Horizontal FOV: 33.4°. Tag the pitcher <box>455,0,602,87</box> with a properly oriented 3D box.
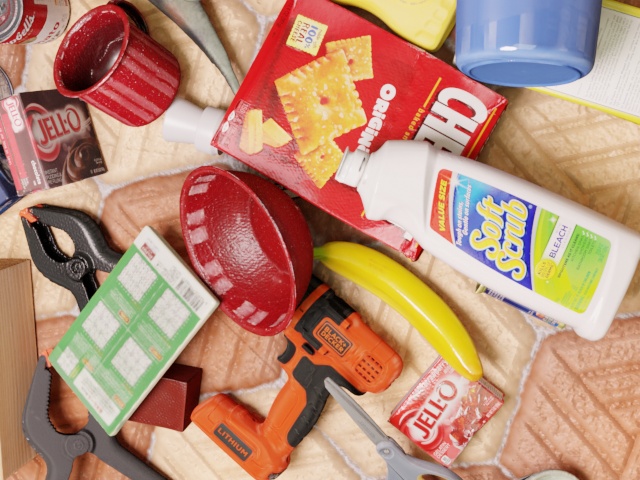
[{"bbox_3d":[0.178,-0.249,0.846,0.149,0.144,0.243,3,86,20],"label":"pitcher"}]

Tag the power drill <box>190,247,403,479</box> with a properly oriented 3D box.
[{"bbox_3d":[-0.041,0.122,1.022,0.184,0.057,0.188,42,107,11],"label":"power drill"}]

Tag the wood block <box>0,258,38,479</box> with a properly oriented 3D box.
[{"bbox_3d":[-0.346,0.126,1.075,0.090,0.090,0.206,1,100,13],"label":"wood block"}]

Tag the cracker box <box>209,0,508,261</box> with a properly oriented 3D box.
[{"bbox_3d":[0.033,-0.103,0.946,0.214,0.072,0.164,30,94,6],"label":"cracker box"}]

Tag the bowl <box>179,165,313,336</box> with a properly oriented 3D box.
[{"bbox_3d":[-0.056,0.001,0.943,0.162,0.055,0.162,33,136,37],"label":"bowl"}]

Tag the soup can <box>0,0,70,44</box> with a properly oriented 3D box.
[{"bbox_3d":[-0.285,-0.217,0.993,0.068,0.102,0.068,2,100,12],"label":"soup can"}]

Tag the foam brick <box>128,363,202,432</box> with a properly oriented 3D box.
[{"bbox_3d":[-0.162,0.151,1.058,0.078,0.051,0.053,10,101,10],"label":"foam brick"}]

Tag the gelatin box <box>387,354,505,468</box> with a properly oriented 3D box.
[{"bbox_3d":[0.118,0.159,1.007,0.073,0.030,0.089,39,105,4],"label":"gelatin box"}]

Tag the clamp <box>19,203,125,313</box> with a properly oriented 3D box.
[{"bbox_3d":[-0.223,0.021,1.055,0.120,0.039,0.171,-38,91,12],"label":"clamp"}]

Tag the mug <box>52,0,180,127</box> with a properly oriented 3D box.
[{"bbox_3d":[-0.183,-0.166,0.983,0.093,0.081,0.117,-15,62,31],"label":"mug"}]

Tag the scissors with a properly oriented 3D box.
[{"bbox_3d":[0.056,0.208,1.004,0.201,0.016,0.096,37,125,-13],"label":"scissors"}]

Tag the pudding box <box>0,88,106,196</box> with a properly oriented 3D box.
[{"bbox_3d":[-0.254,-0.095,1.003,0.039,0.113,0.090,-13,97,18],"label":"pudding box"}]

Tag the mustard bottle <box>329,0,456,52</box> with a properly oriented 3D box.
[{"bbox_3d":[0.040,-0.249,0.937,0.191,0.058,0.096,29,99,7],"label":"mustard bottle"}]

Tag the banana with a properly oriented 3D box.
[{"bbox_3d":[0.072,0.055,0.982,0.198,0.069,0.037,34,135,0],"label":"banana"}]

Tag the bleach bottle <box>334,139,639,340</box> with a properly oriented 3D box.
[{"bbox_3d":[0.130,-0.010,0.878,0.251,0.068,0.102,22,97,-3],"label":"bleach bottle"}]

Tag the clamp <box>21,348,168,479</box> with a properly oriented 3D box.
[{"bbox_3d":[-0.232,0.207,1.078,0.164,0.036,0.210,-12,86,-14],"label":"clamp"}]
